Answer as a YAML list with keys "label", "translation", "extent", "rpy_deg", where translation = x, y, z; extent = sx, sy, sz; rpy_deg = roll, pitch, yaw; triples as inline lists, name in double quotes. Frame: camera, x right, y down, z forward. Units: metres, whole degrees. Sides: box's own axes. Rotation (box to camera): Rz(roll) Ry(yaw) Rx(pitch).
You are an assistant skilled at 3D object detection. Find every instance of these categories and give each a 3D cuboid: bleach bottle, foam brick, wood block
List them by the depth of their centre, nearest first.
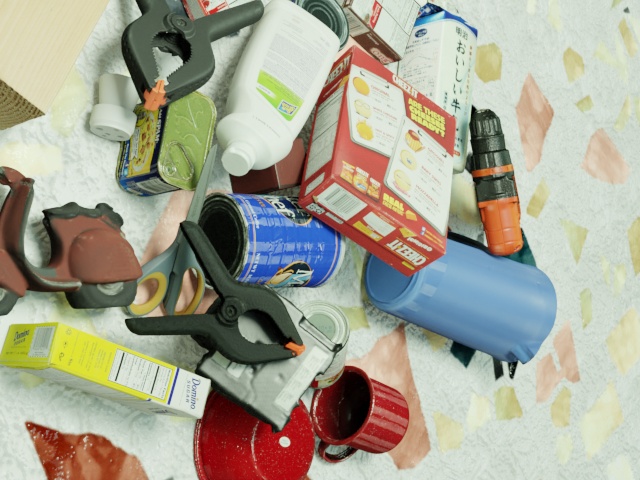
- label: "wood block"
  translation: [-0.264, -0.216, 0.986]
  extent: [0.090, 0.090, 0.206]
  rpy_deg: [40, 59, -33]
- label: "bleach bottle"
  translation: [-0.057, -0.157, 1.130]
  extent: [0.102, 0.068, 0.250]
  rpy_deg: [32, 42, -8]
- label: "foam brick"
  translation: [-0.057, -0.079, 1.176]
  extent: [0.052, 0.078, 0.051]
  rpy_deg: [-14, 93, -44]

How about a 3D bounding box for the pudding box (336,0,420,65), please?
- label: "pudding box"
  translation: [0.071, -0.291, 1.350]
  extent: [0.113, 0.039, 0.090]
  rpy_deg: [38, 60, -36]

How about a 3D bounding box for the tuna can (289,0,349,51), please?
- label: "tuna can"
  translation: [-0.007, -0.255, 1.262]
  extent: [0.086, 0.034, 0.086]
  rpy_deg: [17, 62, -35]

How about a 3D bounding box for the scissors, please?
- label: "scissors"
  translation: [-0.149, 0.001, 1.054]
  extent: [0.096, 0.016, 0.202]
  rpy_deg: [-14, 128, -28]

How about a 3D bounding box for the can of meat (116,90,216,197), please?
- label: "can of meat"
  translation: [-0.158, -0.096, 1.076]
  extent: [0.057, 0.084, 0.102]
  rpy_deg: [21, 71, -40]

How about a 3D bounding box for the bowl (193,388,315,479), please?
- label: "bowl"
  translation: [-0.057, 0.219, 1.154]
  extent: [0.161, 0.055, 0.162]
  rpy_deg: [7, 80, -43]

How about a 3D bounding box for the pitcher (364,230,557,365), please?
- label: "pitcher"
  translation: [0.172, 0.057, 1.355]
  extent: [0.242, 0.149, 0.145]
  rpy_deg: [21, 86, -37]

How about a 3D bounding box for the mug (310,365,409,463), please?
- label: "mug"
  translation: [0.043, 0.210, 1.237]
  extent: [0.081, 0.093, 0.117]
  rpy_deg: [28, 97, -43]

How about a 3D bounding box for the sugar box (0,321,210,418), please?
- label: "sugar box"
  translation: [-0.200, 0.123, 1.004]
  extent: [0.176, 0.094, 0.048]
  rpy_deg: [25, 70, -40]

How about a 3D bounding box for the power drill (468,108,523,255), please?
- label: "power drill"
  translation: [0.227, -0.077, 1.395]
  extent: [0.187, 0.057, 0.184]
  rpy_deg: [-20, 102, -78]

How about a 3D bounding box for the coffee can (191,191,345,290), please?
- label: "coffee can"
  translation: [-0.058, 0.001, 1.147]
  extent: [0.140, 0.103, 0.103]
  rpy_deg: [1, 84, -43]

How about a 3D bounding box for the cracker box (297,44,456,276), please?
- label: "cracker box"
  translation: [0.067, -0.089, 1.191]
  extent: [0.164, 0.072, 0.213]
  rpy_deg: [32, 45, -24]

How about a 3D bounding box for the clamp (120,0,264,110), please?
- label: "clamp"
  translation: [-0.135, -0.206, 1.067]
  extent: [0.164, 0.036, 0.210]
  rpy_deg: [16, 49, -19]

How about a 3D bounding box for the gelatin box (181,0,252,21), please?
- label: "gelatin box"
  translation: [-0.121, -0.278, 1.171]
  extent: [0.073, 0.030, 0.089]
  rpy_deg: [-42, 113, -40]

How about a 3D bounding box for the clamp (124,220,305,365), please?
- label: "clamp"
  translation: [-0.099, 0.075, 1.028]
  extent: [0.171, 0.039, 0.120]
  rpy_deg: [37, 84, -2]

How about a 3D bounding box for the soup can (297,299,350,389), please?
- label: "soup can"
  translation: [-0.004, 0.115, 1.173]
  extent: [0.068, 0.102, 0.068]
  rpy_deg: [1, 64, -2]
